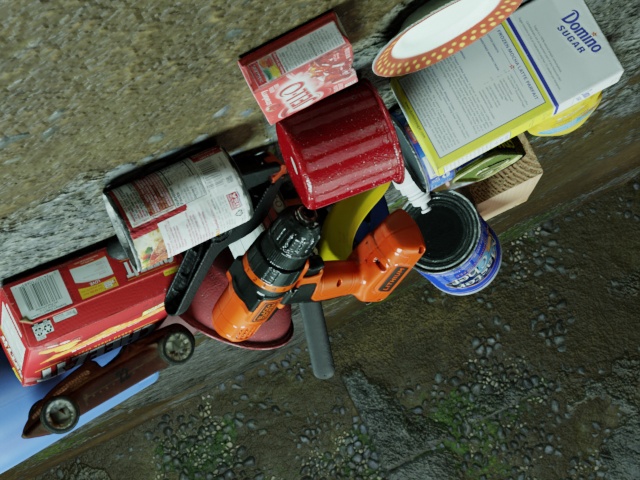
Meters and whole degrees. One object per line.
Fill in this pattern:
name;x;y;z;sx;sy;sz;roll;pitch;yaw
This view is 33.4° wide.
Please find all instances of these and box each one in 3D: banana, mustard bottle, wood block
banana;0.035;-0.013;1.175;0.069;0.197;0.037;4;130;8
mustard bottle;0.279;-0.160;1.240;0.096;0.058;0.191;-30;170;11
wood block;0.216;-0.088;1.369;0.091;0.090;0.206;-27;171;2

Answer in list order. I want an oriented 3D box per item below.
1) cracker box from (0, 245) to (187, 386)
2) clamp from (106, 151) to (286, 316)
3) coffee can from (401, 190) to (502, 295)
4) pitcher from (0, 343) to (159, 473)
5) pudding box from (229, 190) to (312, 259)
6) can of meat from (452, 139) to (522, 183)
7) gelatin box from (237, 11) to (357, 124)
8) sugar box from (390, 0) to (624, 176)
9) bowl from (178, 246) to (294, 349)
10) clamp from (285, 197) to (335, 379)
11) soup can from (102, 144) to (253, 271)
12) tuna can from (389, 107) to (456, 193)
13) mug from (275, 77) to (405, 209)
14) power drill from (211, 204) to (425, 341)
cracker box;-0.227;0.070;1.054;0.164;0.072;0.214;-23;171;-22
clamp;-0.098;-0.007;0.941;0.171;0.039;0.120;-35;147;-11
coffee can;0.156;0.004;1.287;0.103;0.103;0.140;-29;159;11
pitcher;-0.313;0.159;1.196;0.242;0.149;0.145;-27;156;-20
pudding box;-0.057;0.001;1.094;0.039;0.090;0.114;-20;169;-27
can of meat;0.152;-0.108;1.086;0.058;0.084;0.101;-31;170;26
gelatin box;-0.014;-0.117;0.741;0.073;0.030;0.089;-27;171;0
sugar box;0.157;-0.137;0.911;0.176;0.093;0.048;-27;171;3
bowl;-0.094;0.051;1.183;0.161;0.162;0.055;-13;133;-57
clamp;-0.021;0.028;1.176;0.036;0.164;0.210;-13;128;-3
soup can;-0.113;-0.027;0.848;0.102;0.068;0.068;-25;171;-14
tuna can;0.096;-0.090;1.026;0.033;0.086;0.086;-28;171;-3
mug;0.014;-0.072;0.882;0.081;0.093;0.117;-21;163;-7
power drill;0.004;0.019;0.988;0.187;0.057;0.185;-9;152;-36
